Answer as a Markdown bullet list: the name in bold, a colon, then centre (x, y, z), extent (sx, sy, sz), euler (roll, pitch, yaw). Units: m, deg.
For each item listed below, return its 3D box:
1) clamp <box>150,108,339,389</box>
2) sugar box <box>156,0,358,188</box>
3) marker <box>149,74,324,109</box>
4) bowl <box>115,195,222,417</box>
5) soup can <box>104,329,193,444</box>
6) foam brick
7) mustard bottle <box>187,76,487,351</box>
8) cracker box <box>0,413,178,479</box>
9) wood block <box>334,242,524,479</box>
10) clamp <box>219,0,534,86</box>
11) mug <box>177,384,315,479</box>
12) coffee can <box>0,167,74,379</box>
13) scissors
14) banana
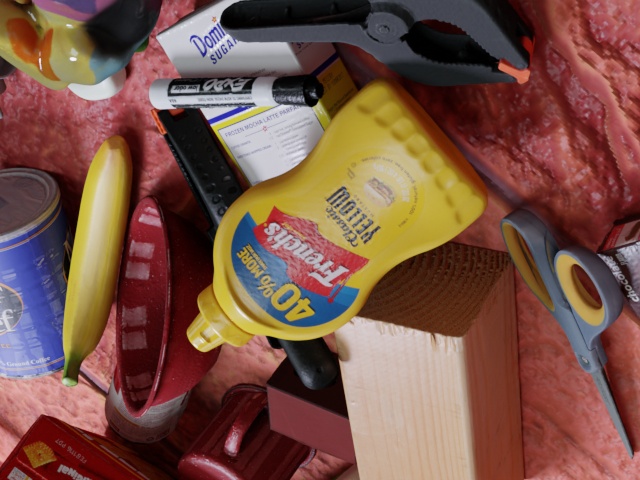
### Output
- **clamp**: centre (-0.055, 0.001, 0.731), extent (0.210, 0.036, 0.165), euler (62, 171, -2)
- **sugar box**: centre (-0.018, -0.073, 0.666), extent (0.094, 0.048, 0.176), euler (-15, 111, 41)
- **marker**: centre (-0.050, -0.088, 0.631), extent (0.121, 0.020, 0.020), euler (4, 126, 34)
- **bowl**: centre (-0.107, 0.049, 0.783), extent (0.055, 0.162, 0.162), euler (5, 142, -22)
- **soup can**: centre (-0.140, 0.117, 0.890), extent (0.068, 0.068, 0.102), euler (34, 137, 8)
- **foam brick**: centre (0.005, 0.121, 0.801), extent (0.078, 0.052, 0.051), euler (18, 132, 22)
- **mustard bottle**: centre (-0.004, 0.001, 0.616), extent (0.192, 0.058, 0.096), euler (-40, 97, 16)
- **cracker box**: centre (-0.168, 0.229, 0.932), extent (0.164, 0.072, 0.214), euler (32, 168, 10)
- **wood block**: centre (0.077, 0.108, 0.713), extent (0.091, 0.090, 0.206), euler (11, 129, 27)
- **clamp**: centre (0.033, -0.129, 0.550), extent (0.171, 0.039, 0.120), euler (13, 154, 0)
- **mug**: centre (-0.061, 0.171, 0.867), extent (0.093, 0.081, 0.117), euler (28, 136, 13)
- **coffee can**: centre (-0.244, 0.027, 0.865), extent (0.103, 0.102, 0.140), euler (12, 130, 28)
- **scissors**: centre (0.170, 0.067, 0.640), extent (0.201, 0.016, 0.096), euler (57, 166, -15)
- **banana**: centre (-0.169, 0.010, 0.815), extent (0.037, 0.070, 0.198), euler (6, 107, -20)
